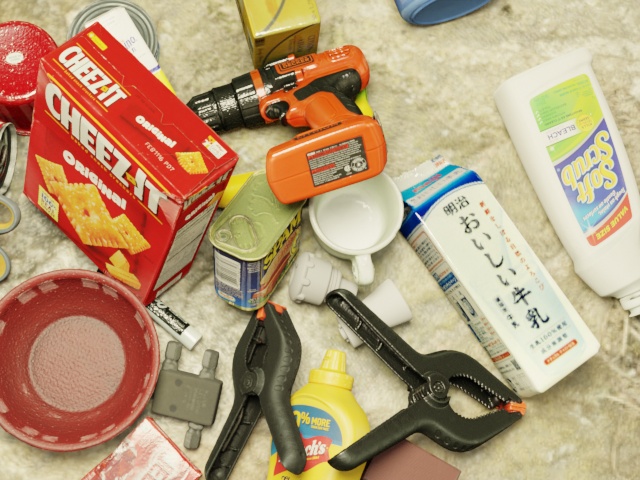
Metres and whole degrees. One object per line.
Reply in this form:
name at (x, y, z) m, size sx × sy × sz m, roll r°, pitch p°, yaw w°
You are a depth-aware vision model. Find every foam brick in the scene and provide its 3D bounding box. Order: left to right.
foam brick at (0.078, 0.211, 0.961) m, size 0.078 × 0.053 × 0.051 m, roll 29°, pitch 79°, yaw 3°

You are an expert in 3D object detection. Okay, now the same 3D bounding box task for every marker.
marker at (-0.161, 0.057, 0.994) m, size 0.121 × 0.020 × 0.020 m, roll 39°, pitch 79°, yaw 4°

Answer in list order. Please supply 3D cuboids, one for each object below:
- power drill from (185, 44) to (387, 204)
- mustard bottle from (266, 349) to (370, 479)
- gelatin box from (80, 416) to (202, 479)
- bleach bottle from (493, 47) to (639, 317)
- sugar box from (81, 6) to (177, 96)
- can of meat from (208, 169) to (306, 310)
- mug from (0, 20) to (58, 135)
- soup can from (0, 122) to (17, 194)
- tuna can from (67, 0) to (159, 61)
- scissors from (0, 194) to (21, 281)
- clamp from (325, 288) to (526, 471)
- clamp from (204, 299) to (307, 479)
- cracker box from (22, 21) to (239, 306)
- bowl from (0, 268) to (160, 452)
power drill at (-0.028, -0.107, 0.963) m, size 0.184 × 0.057 × 0.188 m, roll -19°, pitch 36°, yaw -2°
mustard bottle at (-0.004, 0.192, 0.946) m, size 0.096 × 0.058 × 0.191 m, roll 1°, pitch 73°, yaw 41°
gelatin box at (-0.162, 0.215, 0.958) m, size 0.089 × 0.030 × 0.073 m, roll -43°, pitch 85°, yaw -10°
bleach bottle at (0.261, -0.050, 1.019) m, size 0.102 × 0.068 × 0.251 m, roll -23°, pitch 84°, yaw -7°
sugar box at (-0.154, -0.122, 0.968) m, size 0.048 × 0.093 × 0.176 m, roll -30°, pitch 101°, yaw -13°
can of meat at (-0.056, 0.001, 0.961) m, size 0.057 × 0.084 × 0.102 m, roll 24°, pitch 54°, yaw 14°
mug at (-0.270, -0.144, 0.995) m, size 0.093 × 0.081 × 0.117 m, roll -40°, pitch 84°, yaw -10°
soup can at (-0.340, -0.084, 0.987) m, size 0.102 × 0.068 × 0.068 m, roll 9°, pitch 79°, yaw -1°
tuna can at (-0.199, -0.188, 1.032) m, size 0.086 × 0.034 × 0.086 m, roll 1°, pitch 79°, yaw -3°
scissors at (-0.369, -0.001, 0.992) m, size 0.202 × 0.016 × 0.096 m, roll -6°, pitch 104°, yaw 12°
clamp at (0.090, 0.127, 0.952) m, size 0.209 × 0.036 × 0.164 m, roll 8°, pitch 61°, yaw -28°
clamp at (-0.059, 0.140, 0.958) m, size 0.120 × 0.039 × 0.171 m, roll -24°, pitch 50°, yaw 32°
cracker box at (-0.171, -0.055, 0.912) m, size 0.164 × 0.214 × 0.072 m, roll 43°, pitch 59°, yaw 6°
bowl at (-0.223, 0.109, 0.962) m, size 0.162 × 0.055 × 0.162 m, roll 1°, pitch 79°, yaw -3°
